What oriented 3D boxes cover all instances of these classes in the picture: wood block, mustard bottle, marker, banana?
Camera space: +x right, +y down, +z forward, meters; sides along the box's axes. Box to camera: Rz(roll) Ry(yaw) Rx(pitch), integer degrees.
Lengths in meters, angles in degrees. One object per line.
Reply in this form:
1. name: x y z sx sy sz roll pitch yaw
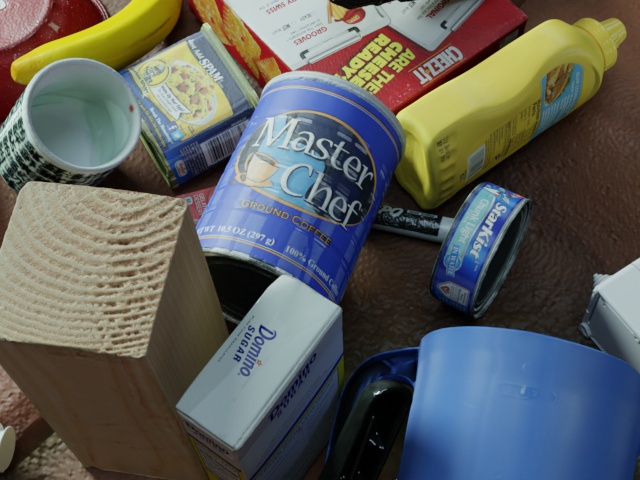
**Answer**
1. wood block: -0.111 0.062 0.612 0.090 0.206 0.090 7 62 7
2. mustard bottle: 0.138 -0.102 0.748 0.191 0.096 0.058 -33 64 -14
3. marker: 0.040 -0.017 0.752 0.121 0.020 0.020 12 63 10
4. banana: -0.155 -0.162 0.813 0.070 0.037 0.197 14 41 14

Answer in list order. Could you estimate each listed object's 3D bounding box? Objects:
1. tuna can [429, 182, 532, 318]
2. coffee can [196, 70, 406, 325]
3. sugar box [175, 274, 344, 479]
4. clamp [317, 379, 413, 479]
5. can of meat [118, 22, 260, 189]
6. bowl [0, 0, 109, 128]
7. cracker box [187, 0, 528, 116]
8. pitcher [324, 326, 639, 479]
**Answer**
1. tuna can: 0.105 0.006 0.697 0.034 0.086 0.086 26 66 18
2. coffee can: -0.016 -0.022 0.677 0.103 0.103 0.140 17 63 13
3. sugar box: -0.028 0.096 0.604 0.048 0.176 0.093 31 67 18
4. clamp: -0.003 0.165 0.553 0.036 0.210 0.164 9 72 -27
5. can of meat: -0.096 -0.098 0.785 0.084 0.057 0.102 -29 63 -9
6. bowl: -0.247 -0.166 0.833 0.162 0.055 0.162 -1 61 2
7. cracker box: 0.021 -0.171 0.808 0.164 0.072 0.214 -35 65 -15
8. pitcher: 0.083 0.175 0.578 0.144 0.149 0.242 25 69 -25
